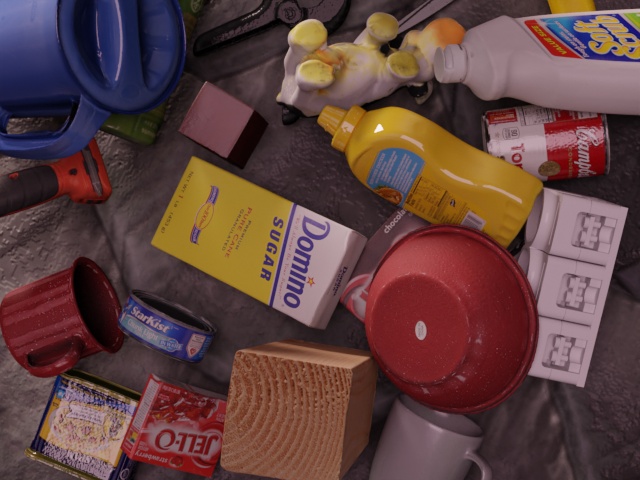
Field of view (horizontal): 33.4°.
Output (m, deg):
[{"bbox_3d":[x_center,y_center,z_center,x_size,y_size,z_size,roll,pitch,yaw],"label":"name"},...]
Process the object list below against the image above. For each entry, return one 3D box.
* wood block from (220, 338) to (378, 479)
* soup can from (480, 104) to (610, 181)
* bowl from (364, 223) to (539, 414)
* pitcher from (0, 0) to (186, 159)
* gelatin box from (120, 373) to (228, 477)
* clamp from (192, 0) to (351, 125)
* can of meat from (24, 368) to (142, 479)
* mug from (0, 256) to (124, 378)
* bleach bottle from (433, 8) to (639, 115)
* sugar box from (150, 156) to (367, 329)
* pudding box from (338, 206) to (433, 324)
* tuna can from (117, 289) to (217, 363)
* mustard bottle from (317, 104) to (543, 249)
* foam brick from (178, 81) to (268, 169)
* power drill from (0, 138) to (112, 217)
[{"bbox_3d":[-0.010,0.135,0.877,0.091,0.206,0.090,7,88,9],"label":"wood block"},{"bbox_3d":[0.194,-0.085,0.926,0.102,0.068,0.068,-6,86,7],"label":"soup can"},{"bbox_3d":[0.093,0.068,0.870,0.162,0.055,0.162,4,98,35],"label":"bowl"},{"bbox_3d":[-0.245,-0.156,0.916,0.243,0.149,0.145,-1,114,40],"label":"pitcher"},{"bbox_3d":[-0.124,0.167,0.957,0.089,0.030,0.073,23,89,-34],"label":"gelatin box"},{"bbox_3d":[-0.036,-0.206,0.982,0.120,0.039,0.171,29,93,0],"label":"clamp"},{"bbox_3d":[-0.207,0.173,0.981,0.102,0.057,0.084,20,88,8],"label":"can of meat"},{"bbox_3d":[-0.236,0.079,0.966,0.081,0.117,0.093,-21,129,12],"label":"mug"},{"bbox_3d":[0.219,-0.143,0.878,0.250,0.068,0.102,-4,51,-11],"label":"bleach bottle"},{"bbox_3d":[-0.056,0.001,0.954,0.176,0.048,0.093,25,90,24],"label":"sugar box"},{"bbox_3d":[0.076,0.033,0.953,0.090,0.039,0.113,42,93,9],"label":"pudding box"},{"bbox_3d":[-0.138,0.077,0.960,0.086,0.086,0.034,26,93,9],"label":"tuna can"},{"bbox_3d":[0.084,-0.061,0.897,0.191,0.096,0.058,29,63,4],"label":"mustard bottle"},{"bbox_3d":[-0.086,-0.102,0.965,0.053,0.078,0.051,31,90,9],"label":"foam brick"},{"bbox_3d":[-0.287,-0.034,0.960,0.187,0.185,0.057,-20,93,-17],"label":"power drill"}]
